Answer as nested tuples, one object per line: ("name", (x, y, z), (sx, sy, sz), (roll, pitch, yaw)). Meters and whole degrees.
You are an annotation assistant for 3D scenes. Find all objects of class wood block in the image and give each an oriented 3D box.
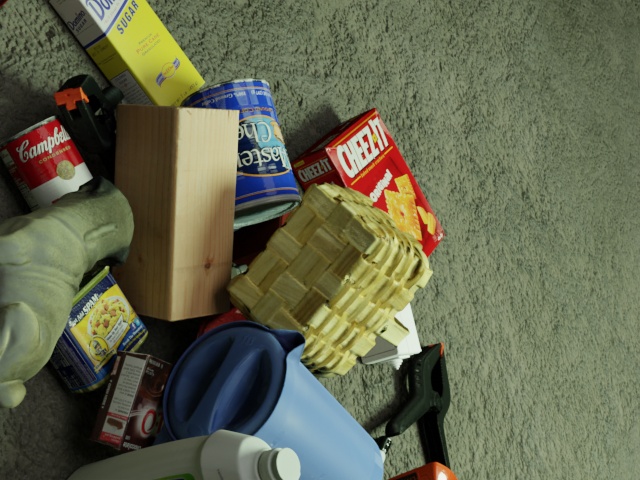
("wood block", (-0.146, -0.031, 1.072), (0.090, 0.090, 0.206), (-5, 101, -52))

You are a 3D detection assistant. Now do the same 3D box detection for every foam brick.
("foam brick", (-0.058, 0.002, 1.248), (0.051, 0.078, 0.053), (30, 53, -42))

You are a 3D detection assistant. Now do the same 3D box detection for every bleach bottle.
("bleach bottle", (-0.115, 0.221, 0.915), (0.102, 0.251, 0.068), (58, 37, -15))

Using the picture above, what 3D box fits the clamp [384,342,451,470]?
("clamp", (0.147, 0.230, 1.431), (0.164, 0.036, 0.209), (58, 32, -29))

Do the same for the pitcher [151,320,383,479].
("pitcher", (-0.043, 0.196, 1.045), (0.242, 0.149, 0.145), (48, 46, -45))

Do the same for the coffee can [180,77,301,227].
("coffee can", (-0.088, -0.094, 1.174), (0.102, 0.103, 0.140), (-5, 76, -53))

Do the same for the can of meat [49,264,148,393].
("can of meat", (-0.220, 0.084, 1.015), (0.084, 0.058, 0.102), (59, 38, -17))

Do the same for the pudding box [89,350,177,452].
("pudding box", (-0.165, 0.159, 1.013), (0.113, 0.039, 0.090), (41, 62, -62))

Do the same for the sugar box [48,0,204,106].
("sugar box", (-0.212, -0.220, 1.186), (0.176, 0.048, 0.093), (55, 38, -20))

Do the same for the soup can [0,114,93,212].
("soup can", (-0.258, -0.061, 1.029), (0.068, 0.069, 0.102), (-40, 106, -53))

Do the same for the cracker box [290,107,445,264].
("cracker box", (0.071, -0.053, 1.446), (0.213, 0.072, 0.164), (60, 36, -11))

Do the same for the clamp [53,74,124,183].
("clamp", (-0.222, -0.110, 1.078), (0.171, 0.039, 0.120), (9, 61, -81))
